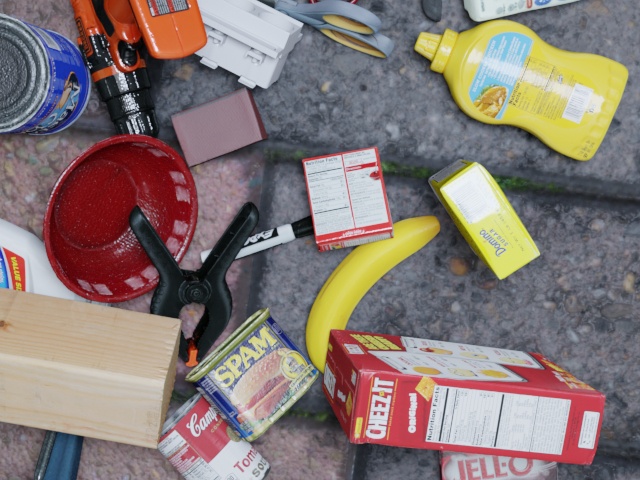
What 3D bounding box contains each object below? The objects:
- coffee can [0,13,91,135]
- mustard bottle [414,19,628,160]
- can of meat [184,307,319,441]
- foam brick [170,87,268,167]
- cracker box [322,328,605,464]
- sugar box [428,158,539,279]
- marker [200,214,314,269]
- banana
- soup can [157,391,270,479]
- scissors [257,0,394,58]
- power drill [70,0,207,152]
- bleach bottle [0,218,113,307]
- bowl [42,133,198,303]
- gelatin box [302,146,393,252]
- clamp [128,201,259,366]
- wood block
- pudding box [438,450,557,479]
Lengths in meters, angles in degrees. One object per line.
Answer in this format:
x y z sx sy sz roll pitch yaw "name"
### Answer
-0.276 -0.148 0.972 0.103 0.140 0.103 0 95 2 "coffee can"
0.179 -0.151 0.992 0.191 0.058 0.096 22 101 0 "mustard bottle"
-0.063 0.129 1.018 0.102 0.058 0.084 -42 95 -19 "can of meat"
-0.095 -0.107 1.012 0.078 0.053 0.051 -20 94 5 "foam brick"
0.119 0.138 0.952 0.213 0.164 0.072 7 96 -8 "cracker box"
0.140 -0.023 0.946 0.048 0.176 0.093 -33 92 3 "sugar box"
-0.057 0.001 1.036 0.121 0.020 0.020 -18 94 4 "marker"
0.039 0.049 1.030 0.069 0.037 0.198 28 98 -20 "banana"
-0.106 0.206 1.032 0.068 0.068 0.102 -43 93 5 "soup can"
-0.024 -0.218 0.982 0.201 0.096 0.016 23 82 -3 "scissors"
-0.165 -0.178 0.947 0.057 0.188 0.184 -22 96 -28 "power drill"
-0.321 0.015 1.029 0.251 0.068 0.102 15 97 -1 "bleach bottle"
-0.196 -0.026 0.998 0.161 0.055 0.162 -17 117 -36 "bowl"
0.026 -0.040 1.009 0.073 0.030 0.089 -11 70 3 "gelatin box"
-0.112 0.037 1.015 0.120 0.039 0.171 -8 119 -7 "clamp"
-0.239 0.114 0.982 0.206 0.090 0.090 11 128 -1 "wood block"
0.172 0.225 1.036 0.113 0.039 0.090 -4 94 3 "pudding box"
